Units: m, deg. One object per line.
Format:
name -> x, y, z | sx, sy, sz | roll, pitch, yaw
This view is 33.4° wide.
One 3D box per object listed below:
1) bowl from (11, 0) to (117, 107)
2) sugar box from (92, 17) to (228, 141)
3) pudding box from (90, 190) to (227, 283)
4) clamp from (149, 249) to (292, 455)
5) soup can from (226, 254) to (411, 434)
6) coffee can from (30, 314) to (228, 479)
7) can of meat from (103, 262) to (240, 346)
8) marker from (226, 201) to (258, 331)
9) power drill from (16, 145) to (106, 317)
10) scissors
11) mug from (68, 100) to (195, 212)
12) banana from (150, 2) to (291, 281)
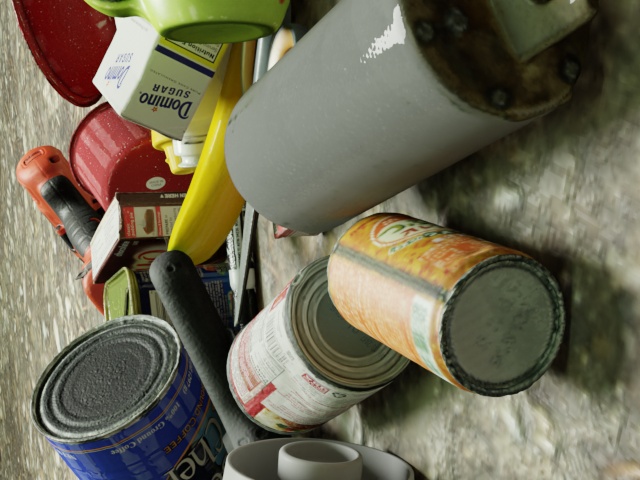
bowl -> -0.174, -0.185, 0.808 | 0.162, 0.055, 0.162 | -10, -90, -76
sugar box -> -0.068, -0.151, 0.605 | 0.176, 0.048, 0.093 | -64, 27, 11
pudding box -> -0.113, -0.001, 0.772 | 0.114, 0.089, 0.039 | 134, 129, -62
clamp -> -0.039, 0.109, 0.611 | 0.210, 0.036, 0.164 | 62, 176, 28
soup can -> -0.001, 0.053, 0.531 | 0.102, 0.068, 0.068 | 133, 129, -61
coffee can -> -0.108, 0.133, 0.694 | 0.103, 0.102, 0.140 | 54, 171, 53
can of meat -> -0.105, 0.050, 0.768 | 0.102, 0.083, 0.057 | 151, 113, -67
marker -> -0.055, 0.001, 0.721 | 0.020, 0.020, 0.121 | 171, 94, -68
power drill -> -0.185, 0.019, 0.941 | 0.188, 0.057, 0.184 | 43, 169, 47
scissors -> -0.027, -0.035, 0.565 | 0.096, 0.016, 0.202 | -145, 55, -64
mug -> -0.138, -0.048, 0.846 | 0.082, 0.093, 0.117 | 44, 164, 53
banana -> -0.051, -0.065, 0.639 | 0.069, 0.037, 0.198 | -75, 4, -80
